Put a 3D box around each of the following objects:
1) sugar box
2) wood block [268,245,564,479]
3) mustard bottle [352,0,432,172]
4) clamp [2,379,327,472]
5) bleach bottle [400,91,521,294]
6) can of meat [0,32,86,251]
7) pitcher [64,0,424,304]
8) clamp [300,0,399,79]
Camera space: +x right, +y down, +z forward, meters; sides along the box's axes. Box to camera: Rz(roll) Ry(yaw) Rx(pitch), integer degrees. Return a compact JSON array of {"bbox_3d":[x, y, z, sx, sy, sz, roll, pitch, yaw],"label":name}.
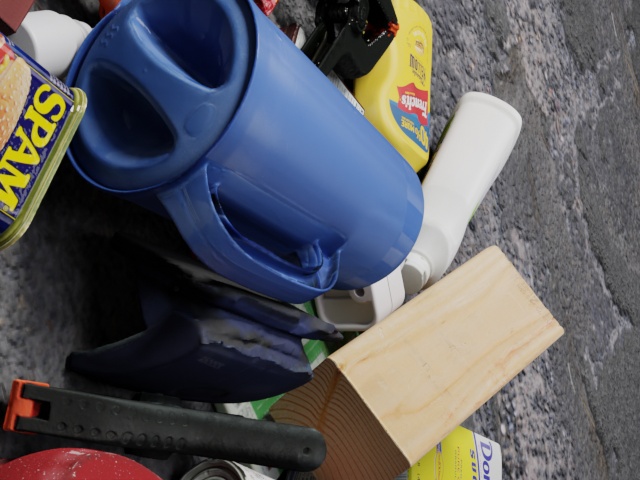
[{"bbox_3d":[0.105,0.207,0.929,0.176,0.048,0.093,29,58,-49],"label":"sugar box"},{"bbox_3d":[0.074,0.094,0.776,0.205,0.091,0.090,-29,78,-44],"label":"wood block"},{"bbox_3d":[0.063,-0.117,0.939,0.096,0.058,0.191,32,56,-55],"label":"mustard bottle"},{"bbox_3d":[-0.084,0.105,0.595,0.171,0.120,0.039,13,74,-35],"label":"clamp"},{"bbox_3d":[0.112,-0.037,0.939,0.250,0.068,0.103,-56,170,-54],"label":"bleach bottle"},{"bbox_3d":[-0.180,-0.058,0.543,0.083,0.058,0.102,41,61,-41],"label":"can of meat"},{"bbox_3d":[-0.030,-0.042,0.654,0.242,0.145,0.149,32,80,-53],"label":"pitcher"},{"bbox_3d":[0.013,-0.164,0.810,0.209,0.036,0.164,10,88,-69],"label":"clamp"}]
